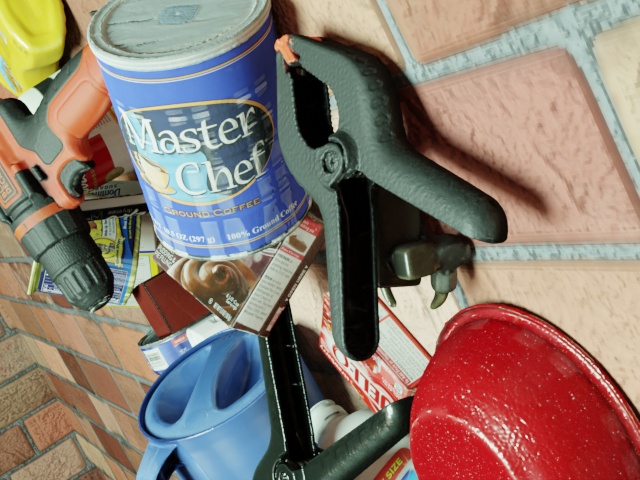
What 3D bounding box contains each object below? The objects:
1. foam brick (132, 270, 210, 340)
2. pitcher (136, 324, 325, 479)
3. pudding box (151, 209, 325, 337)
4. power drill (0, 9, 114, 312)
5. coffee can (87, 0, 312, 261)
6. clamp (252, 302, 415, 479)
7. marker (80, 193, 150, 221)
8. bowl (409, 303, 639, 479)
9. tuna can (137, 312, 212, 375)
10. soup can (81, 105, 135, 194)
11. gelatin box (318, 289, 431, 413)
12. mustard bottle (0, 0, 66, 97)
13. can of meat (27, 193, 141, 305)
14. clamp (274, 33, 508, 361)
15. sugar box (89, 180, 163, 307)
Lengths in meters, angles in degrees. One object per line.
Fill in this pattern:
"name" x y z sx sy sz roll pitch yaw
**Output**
"foam brick" -0.113 0.043 0.915 0.051 0.078 0.053 60 156 0
"pitcher" -0.034 0.199 0.840 0.242 0.149 0.145 60 -175 -23
"pudding box" -0.055 0.001 0.716 0.039 0.090 0.114 26 -174 -46
"power drill" -0.166 -0.063 0.777 0.188 0.057 0.184 -37 84 25
"coffee can" -0.067 -0.073 0.627 0.103 0.102 0.140 38 150 43
"clamp" -0.003 0.152 0.694 0.165 0.036 0.210 26 114 52
"marker" -0.159 -0.028 0.871 0.020 0.120 0.020 29 123 59
"bowl" 0.096 0.117 0.555 0.162 0.055 0.162 39 143 37
"tuna can" -0.124 0.089 0.988 0.034 0.086 0.086 62 159 -10
"soup can" -0.188 -0.080 0.883 0.069 0.102 0.068 47 155 29
"gelatin box" 0.036 0.077 0.698 0.089 0.030 0.073 49 156 25
"mustard bottle" -0.278 -0.185 1.002 0.096 0.058 0.192 64 159 4
"can of meat" -0.199 0.004 0.911 0.102 0.083 0.058 -95 22 -45
"clamp" 0.026 -0.039 0.522 0.120 0.039 0.171 -33 69 39
"sugar box" -0.202 0.006 1.040 0.176 0.093 0.048 99 171 -56
